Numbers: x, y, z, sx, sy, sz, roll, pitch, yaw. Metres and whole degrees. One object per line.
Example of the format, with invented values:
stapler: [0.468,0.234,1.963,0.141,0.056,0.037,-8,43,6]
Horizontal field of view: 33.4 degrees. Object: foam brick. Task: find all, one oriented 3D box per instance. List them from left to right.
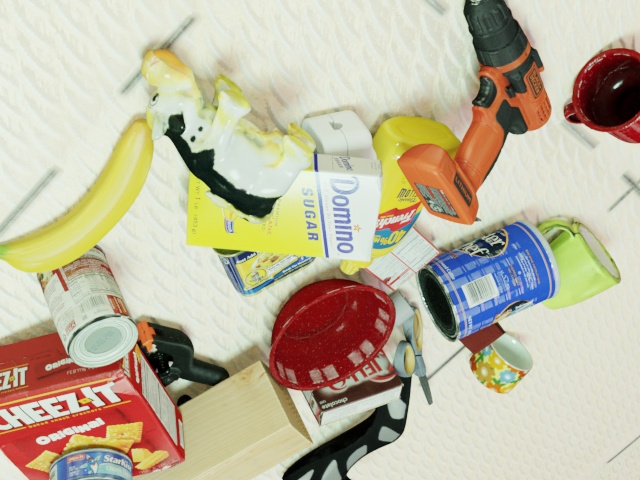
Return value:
foam brick: [0.192,0.102,1.371,0.051,0.053,0.078,-38,141,7]

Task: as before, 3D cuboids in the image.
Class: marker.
marker: [-0.140,0.216,1.289,0.020,0.020,0.121,-33,143,1]

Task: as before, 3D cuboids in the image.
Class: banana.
banana: [-0.211,-0.028,0.956,0.198,0.037,0.069,-38,142,7]

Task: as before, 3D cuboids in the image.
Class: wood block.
wood block: [-0.126,0.236,1.222,0.206,0.091,0.090,-30,150,3]

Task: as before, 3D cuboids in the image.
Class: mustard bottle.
mustard bottle: [0.067,-0.039,1.123,0.096,0.058,0.192,-3,134,-39]

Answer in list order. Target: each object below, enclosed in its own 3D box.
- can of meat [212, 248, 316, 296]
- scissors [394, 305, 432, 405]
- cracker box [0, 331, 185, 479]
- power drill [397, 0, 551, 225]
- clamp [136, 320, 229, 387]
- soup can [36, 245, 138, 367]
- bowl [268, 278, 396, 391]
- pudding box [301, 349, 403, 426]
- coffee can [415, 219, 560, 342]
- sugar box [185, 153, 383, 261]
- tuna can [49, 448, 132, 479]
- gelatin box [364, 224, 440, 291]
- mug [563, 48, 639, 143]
can of meat: [-0.057,0.001,1.082,0.102,0.057,0.084,-28,144,-7]
scissors: [0.120,0.172,1.365,0.016,0.096,0.202,6,130,22]
cracker box: [-0.248,0.179,1.101,0.164,0.072,0.213,-15,143,2]
power drill: [0.150,-0.124,1.032,0.187,0.057,0.184,-55,136,-17]
clamp: [-0.179,0.147,1.172,0.120,0.039,0.171,-34,143,-3]
soup can: [-0.217,0.059,0.994,0.068,0.102,0.068,-19,140,-17]
bowl: [0.004,0.097,1.226,0.162,0.055,0.162,-19,136,-19]
pudding box: [0.031,0.166,1.297,0.113,0.090,0.039,-18,141,-17]
coffee can: [0.199,0.048,1.275,0.140,0.103,0.103,-23,141,-13]
sugar box: [-0.034,-0.035,0.994,0.176,0.048,0.093,6,118,-2]
tuna can: [-0.237,0.251,1.107,0.086,0.034,0.086,-7,141,-6]
gelatin box: [0.086,0.012,1.216,0.073,0.030,0.089,-41,142,9]
mug: [0.325,-0.150,1.170,0.117,0.093,0.081,-18,159,35]
